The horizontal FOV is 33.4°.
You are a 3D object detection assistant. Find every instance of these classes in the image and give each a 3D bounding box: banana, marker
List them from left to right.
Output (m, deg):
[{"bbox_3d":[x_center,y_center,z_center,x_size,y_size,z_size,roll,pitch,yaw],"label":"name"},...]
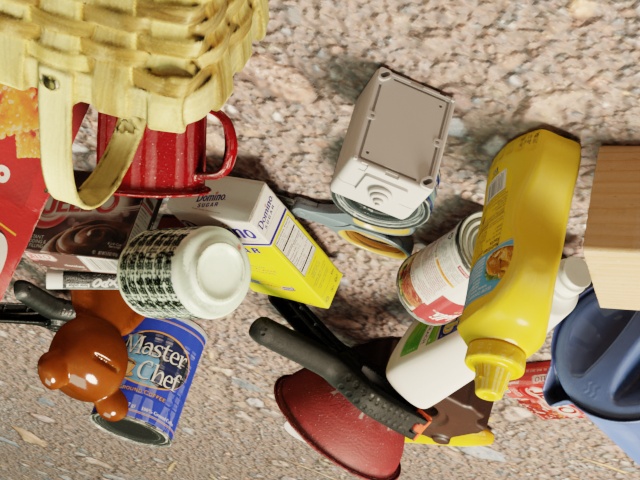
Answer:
[{"bbox_3d":[-0.199,0.038,1.018,0.121,0.020,0.020,1,155,-10],"label":"marker"},{"bbox_3d":[0.123,0.241,1.360,0.198,0.037,0.069,-7,162,41],"label":"banana"}]

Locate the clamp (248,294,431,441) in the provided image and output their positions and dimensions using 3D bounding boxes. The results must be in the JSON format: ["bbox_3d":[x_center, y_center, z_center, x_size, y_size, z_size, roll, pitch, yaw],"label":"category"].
[{"bbox_3d":[0.017,0.123,1.036,0.210,0.036,0.164,40,-169,4],"label":"clamp"}]

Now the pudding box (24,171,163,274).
[{"bbox_3d":[-0.213,-0.017,0.998,0.114,0.090,0.039,6,153,19],"label":"pudding box"}]

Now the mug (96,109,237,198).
[{"bbox_3d":[-0.117,-0.077,0.805,0.117,0.081,0.093,7,-170,23],"label":"mug"}]

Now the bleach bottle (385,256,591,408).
[{"bbox_3d":[0.156,0.071,0.963,0.068,0.102,0.251,42,143,-4],"label":"bleach bottle"}]

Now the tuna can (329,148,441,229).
[{"bbox_3d":[0.051,-0.044,0.855,0.086,0.033,0.086,14,153,7],"label":"tuna can"}]

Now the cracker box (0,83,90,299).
[{"bbox_3d":[-0.271,-0.077,0.780,0.072,0.213,0.164,-4,147,35],"label":"cracker box"}]

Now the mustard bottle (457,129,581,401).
[{"bbox_3d":[0.136,0.022,0.755,0.058,0.191,0.096,21,153,-9],"label":"mustard bottle"}]

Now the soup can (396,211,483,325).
[{"bbox_3d":[0.118,0.024,0.903,0.068,0.068,0.102,25,149,-15],"label":"soup can"}]

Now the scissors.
[{"bbox_3d":[-0.002,-0.031,0.927,0.201,0.016,0.096,23,156,-14],"label":"scissors"}]

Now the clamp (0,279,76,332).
[{"bbox_3d":[-0.317,0.085,1.279,0.171,0.039,0.120,12,161,-31],"label":"clamp"}]

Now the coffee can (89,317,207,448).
[{"bbox_3d":[-0.205,0.164,1.283,0.103,0.140,0.103,13,153,7],"label":"coffee can"}]

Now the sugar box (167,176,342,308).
[{"bbox_3d":[-0.057,0.001,0.969,0.093,0.048,0.176,10,160,31],"label":"sugar box"}]

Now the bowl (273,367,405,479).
[{"bbox_3d":[0.032,0.175,1.102,0.162,0.162,0.055,29,107,-23],"label":"bowl"}]

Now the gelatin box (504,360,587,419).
[{"bbox_3d":[0.245,0.161,1.136,0.073,0.030,0.089,-12,141,44],"label":"gelatin box"}]
